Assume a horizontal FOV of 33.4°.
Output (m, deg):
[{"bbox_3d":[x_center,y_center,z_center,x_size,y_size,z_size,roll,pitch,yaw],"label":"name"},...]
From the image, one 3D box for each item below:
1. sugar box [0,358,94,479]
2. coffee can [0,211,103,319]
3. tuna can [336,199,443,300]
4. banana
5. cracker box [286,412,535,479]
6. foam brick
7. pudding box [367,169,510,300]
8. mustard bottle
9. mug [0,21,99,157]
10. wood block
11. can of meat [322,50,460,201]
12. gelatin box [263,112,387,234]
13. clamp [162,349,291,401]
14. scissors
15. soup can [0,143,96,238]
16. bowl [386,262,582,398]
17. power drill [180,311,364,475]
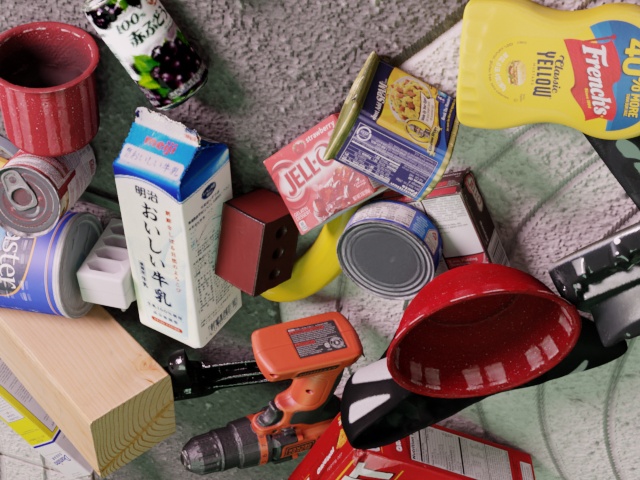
[{"bbox_3d":[-0.311,0.181,1.207,0.048,0.093,0.176,-19,121,34],"label":"sugar box"},{"bbox_3d":[-0.293,0.016,1.030,0.140,0.102,0.103,6,132,13],"label":"coffee can"},{"bbox_3d":[0.059,0.008,0.898,0.086,0.033,0.086,14,134,15],"label":"tuna can"},{"bbox_3d":[-0.007,0.009,0.974,0.069,0.037,0.198,39,132,-15],"label":"banana"},{"bbox_3d":[0.089,0.263,1.095,0.213,0.072,0.164,20,128,-18],"label":"cracker box"},{"bbox_3d":[-0.056,0.001,0.954,0.051,0.052,0.078,29,125,29],"label":"foam brick"},{"bbox_3d":[0.102,-0.003,0.921,0.090,0.039,0.113,-8,124,30],"label":"pudding box"},{"bbox_3d":[0.196,-0.121,0.762,0.192,0.058,0.096,7,113,14],"label":"mustard bottle"},{"bbox_3d":[-0.239,-0.132,0.910,0.117,0.093,0.081,40,147,27],"label":"mug"},{"bbox_3d":[-0.241,0.123,1.062,0.206,0.090,0.090,38,144,33],"label":"wood block"},{"bbox_3d":[0.058,-0.086,0.820,0.084,0.102,0.058,26,134,-6],"label":"can of meat"},{"bbox_3d":[0.003,-0.056,0.896,0.089,0.030,0.073,-29,87,37],"label":"gelatin box"},{"bbox_3d":[-0.139,0.142,1.104,0.210,0.036,0.164,-18,160,39],"label":"clamp"},{"bbox_3d":[-0.263,-0.042,1.042,0.201,0.016,0.096,29,136,-6],"label":"scissors"},{"bbox_3d":[-0.247,-0.055,0.954,0.068,0.102,0.068,4,117,7],"label":"soup can"},{"bbox_3d":[0.129,0.067,0.883,0.162,0.055,0.162,-6,142,-5],"label":"bowl"},{"bbox_3d":[-0.042,0.155,1.044,0.184,0.057,0.188,-13,144,-25],"label":"power drill"}]
